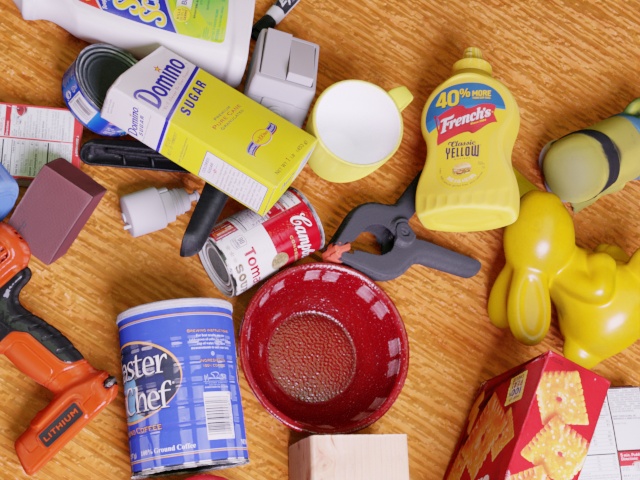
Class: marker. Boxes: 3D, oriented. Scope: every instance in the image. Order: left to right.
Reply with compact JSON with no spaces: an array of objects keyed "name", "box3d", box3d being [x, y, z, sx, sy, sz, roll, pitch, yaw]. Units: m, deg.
[{"name":"marker","box3d":[-0.033,-0.250,1.109,0.020,0.020,0.121,39,68,-1]}]

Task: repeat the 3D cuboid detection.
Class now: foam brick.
[{"name":"foam brick","box3d":[-0.236,-0.027,0.951,0.053,0.051,0.078,36,103,-3]}]

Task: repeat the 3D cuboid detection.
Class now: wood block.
[{"name":"wood block","box3d":[0.026,0.278,0.929,0.090,0.090,0.206,2,73,-15]}]

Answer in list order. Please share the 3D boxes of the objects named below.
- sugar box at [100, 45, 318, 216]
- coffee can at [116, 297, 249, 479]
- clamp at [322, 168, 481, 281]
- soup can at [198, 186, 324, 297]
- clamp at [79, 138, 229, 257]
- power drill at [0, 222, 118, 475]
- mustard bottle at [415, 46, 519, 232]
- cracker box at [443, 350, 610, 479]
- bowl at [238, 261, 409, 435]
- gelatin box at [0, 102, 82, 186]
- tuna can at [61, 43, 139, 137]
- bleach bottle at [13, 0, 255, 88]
[{"name":"sugar box","box3d":[-0.100,-0.103,0.968,0.176,0.048,0.093,33,42,4]},{"name":"coffee can","box3d":[-0.120,0.129,0.927,0.102,0.103,0.140,-4,75,-16]},{"name":"clamp","box3d":[0.075,-0.014,1.047,0.171,0.039,0.120,-4,66,-33]},{"name":"soup can","box3d":[-0.057,0.001,1.000,0.102,0.069,0.068,-29,83,-22]},{"name":"clamp","box3d":[-0.108,-0.074,1.005,0.165,0.036,0.209,36,45,22]},{"name":"power drill","box3d":[-0.280,0.106,0.904,0.184,0.057,0.187,-42,93,-3]},{"name":"mustard bottle","box3d":[0.146,-0.105,1.046,0.096,0.058,0.191,-5,64,22]},{"name":"cracker box","box3d":[0.160,0.217,0.943,0.072,0.164,0.213,28,68,-4]},{"name":"bowl","box3d":[-0.002,0.104,0.992,0.162,0.055,0.162,4,73,-14]},{"name":"gelatin box","box3d":[-0.268,-0.087,0.991,0.089,0.030,0.073,4,74,-14]},{"name":"tuna can","box3d":[-0.199,-0.140,1.005,0.086,0.034,0.086,24,49,-31]},{"name":"bleach bottle","box3d":[-0.193,-0.222,1.035,0.250,0.068,0.102,10,67,-10]}]
